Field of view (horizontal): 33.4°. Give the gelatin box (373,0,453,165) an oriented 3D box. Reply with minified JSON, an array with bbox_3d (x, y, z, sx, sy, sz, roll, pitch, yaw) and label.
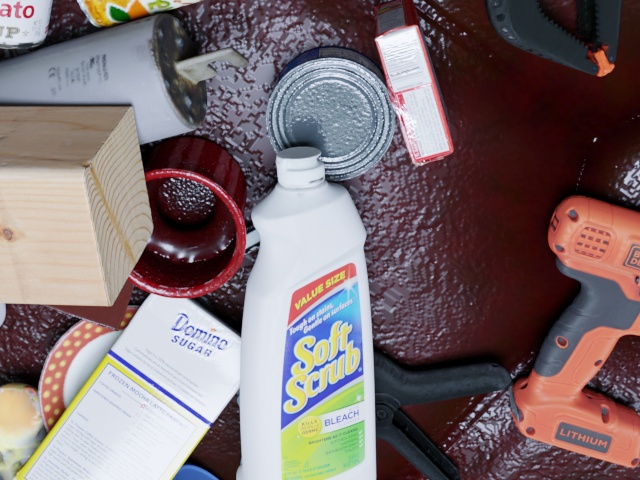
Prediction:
[{"bbox_3d":[0.059,-0.103,0.684,0.030,0.073,0.089,-15,115,10],"label":"gelatin box"}]

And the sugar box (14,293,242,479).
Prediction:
[{"bbox_3d":[-0.129,0.125,0.771,0.093,0.048,0.176,37,84,-2],"label":"sugar box"}]

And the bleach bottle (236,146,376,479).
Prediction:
[{"bbox_3d":[-0.015,0.062,0.728,0.102,0.068,0.251,-12,113,-22],"label":"bleach bottle"}]

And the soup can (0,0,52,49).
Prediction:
[{"bbox_3d":[-0.195,-0.178,0.660,0.068,0.068,0.102,15,116,-5],"label":"soup can"}]

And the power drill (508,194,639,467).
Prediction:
[{"bbox_3d":[0.230,0.070,0.771,0.184,0.057,0.188,17,112,-2],"label":"power drill"}]

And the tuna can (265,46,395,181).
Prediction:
[{"bbox_3d":[0.007,-0.085,0.716,0.086,0.033,0.086,1,116,2],"label":"tuna can"}]

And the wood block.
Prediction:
[{"bbox_3d":[-0.217,-0.023,0.637,0.206,0.090,0.091,2,122,10],"label":"wood block"}]

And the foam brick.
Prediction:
[{"bbox_3d":[-0.169,0.020,0.763,0.078,0.051,0.053,20,114,-7],"label":"foam brick"}]

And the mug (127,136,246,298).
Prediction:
[{"bbox_3d":[-0.103,-0.025,0.722,0.117,0.081,0.093,27,114,-11],"label":"mug"}]

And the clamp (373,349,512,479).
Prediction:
[{"bbox_3d":[0.056,0.116,0.808,0.171,0.039,0.120,24,112,-9],"label":"clamp"}]

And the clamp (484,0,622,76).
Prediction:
[{"bbox_3d":[0.119,-0.180,0.645,0.164,0.036,0.210,-32,121,-4],"label":"clamp"}]
